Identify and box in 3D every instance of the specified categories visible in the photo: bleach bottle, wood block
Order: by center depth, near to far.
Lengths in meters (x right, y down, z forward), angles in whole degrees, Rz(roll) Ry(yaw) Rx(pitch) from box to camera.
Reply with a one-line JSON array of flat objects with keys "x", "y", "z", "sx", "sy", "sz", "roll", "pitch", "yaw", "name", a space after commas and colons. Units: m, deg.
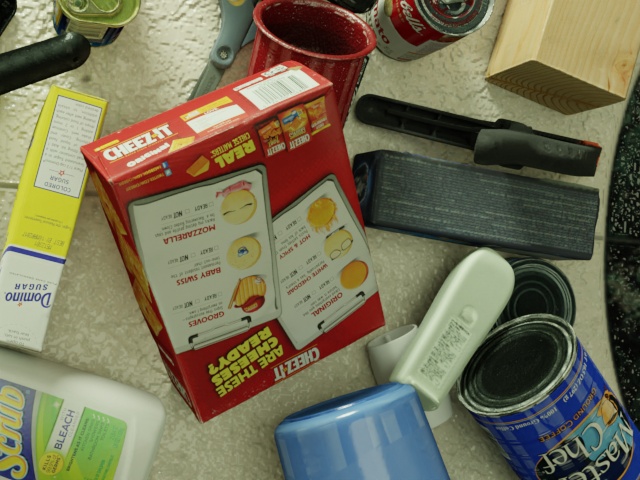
[{"x": -0.238, "y": 0.119, "z": 0.724, "sx": 0.250, "sy": 0.068, "sz": 0.102, "roll": 20, "pitch": 92, "yaw": -21, "name": "bleach bottle"}, {"x": 0.222, "y": -0.221, "z": 0.894, "sx": 0.090, "sy": 0.090, "sz": 0.206, "roll": 20, "pitch": 82, "yaw": -16, "name": "wood block"}]

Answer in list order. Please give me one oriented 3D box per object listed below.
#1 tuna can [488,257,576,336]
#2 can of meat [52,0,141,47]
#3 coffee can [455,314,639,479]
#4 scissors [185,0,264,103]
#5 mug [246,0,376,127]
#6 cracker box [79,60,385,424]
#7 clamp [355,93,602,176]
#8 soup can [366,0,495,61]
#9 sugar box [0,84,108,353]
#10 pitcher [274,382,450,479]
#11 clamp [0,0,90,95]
[{"x": 0.170, "y": 0.056, "z": 0.893, "sx": 0.086, "sy": 0.034, "sz": 0.086, "roll": 1, "pitch": 87, "yaw": -18, "name": "tuna can"}, {"x": -0.163, "y": -0.195, "z": 0.769, "sx": 0.057, "sy": 0.084, "sz": 0.102, "roll": 3, "pitch": 86, "yaw": -19, "name": "can of meat"}, {"x": 0.185, "y": 0.142, "z": 0.841, "sx": 0.102, "sy": 0.103, "sz": 0.140, "roll": -45, "pitch": 117, "yaw": -15, "name": "coffee can"}, {"x": -0.057, "y": -0.146, "z": 0.838, "sx": 0.096, "sy": 0.016, "sz": 0.202, "roll": 13, "pitch": 84, "yaw": -17, "name": "scissors"}, {"x": -0.010, "y": -0.132, "z": 0.811, "sx": 0.093, "sy": 0.117, "sz": 0.082, "roll": 19, "pitch": 126, "yaw": 2, "name": "mug"}, {"x": -0.055, "y": 0.001, "z": 0.758, "sx": 0.164, "sy": 0.072, "sz": 0.213, "roll": -26, "pitch": 126, "yaw": -17, "name": "cracker box"}, {"x": 0.152, "y": -0.075, "z": 0.843, "sx": 0.209, "sy": 0.165, "sz": 0.036, "roll": 8, "pitch": 103, "yaw": -27, "name": "clamp"}, {"x": 0.084, "y": -0.183, "z": 0.840, "sx": 0.068, "sy": 0.102, "sz": 0.068, "roll": 1, "pitch": 87, "yaw": -18, "name": "soup can"}, {"x": -0.195, "y": -0.013, "z": 0.746, "sx": 0.048, "sy": 0.093, "sz": 0.176, "roll": 18, "pitch": 82, "yaw": -16, "name": "sugar box"}, {"x": 0.060, "y": 0.227, "z": 0.752, "sx": 0.149, "sy": 0.145, "sz": 0.243, "roll": -17, "pitch": 86, "yaw": -10, "name": "pitcher"}, {"x": -0.240, "y": -0.106, "z": 0.722, "sx": 0.171, "sy": 0.120, "sz": 0.039, "roll": -50, "pitch": 137, "yaw": -21, "name": "clamp"}]
